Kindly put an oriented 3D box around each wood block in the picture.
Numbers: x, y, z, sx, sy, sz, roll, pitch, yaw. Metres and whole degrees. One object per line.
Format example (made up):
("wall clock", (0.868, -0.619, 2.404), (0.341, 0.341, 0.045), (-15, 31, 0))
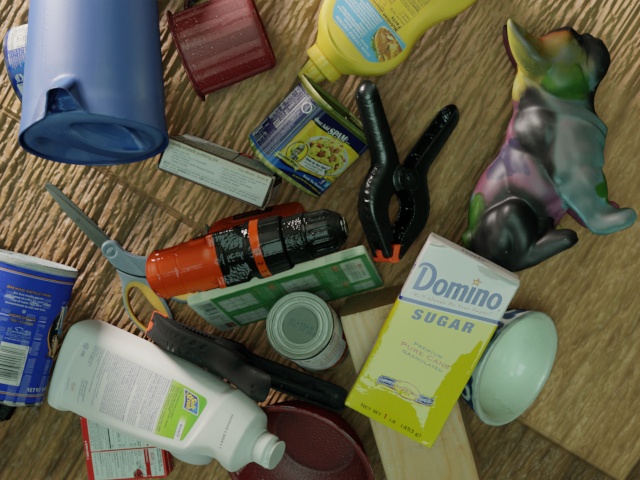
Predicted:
("wood block", (0.092, 0.153, 1.063), (0.090, 0.090, 0.206), (-15, 98, 8))

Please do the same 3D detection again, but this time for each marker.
("marker", (-0.311, 0.142, 1.134), (0.020, 0.020, 0.121), (33, 100, -1))

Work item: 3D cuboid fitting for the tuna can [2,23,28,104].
("tuna can", (-0.277, -0.170, 1.047), (0.034, 0.086, 0.086), (-13, 98, 8))

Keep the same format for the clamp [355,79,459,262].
("clamp", (0.083, -0.064, 1.025), (0.120, 0.039, 0.171), (0, 95, -28))

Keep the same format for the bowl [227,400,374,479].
("bowl", (-0.015, 0.218, 1.084), (0.162, 0.055, 0.162), (10, 122, 16))

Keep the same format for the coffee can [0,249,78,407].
("coffee can", (-0.311, 0.085, 1.069), (0.103, 0.103, 0.140), (15, 89, 3))

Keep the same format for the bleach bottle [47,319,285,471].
("bleach bottle", (-0.149, 0.167, 1.054), (0.251, 0.068, 0.102), (22, 100, 25))

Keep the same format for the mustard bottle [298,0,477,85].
("mustard bottle", (0.057, -0.214, 1.023), (0.192, 0.058, 0.096), (-39, 93, 9))

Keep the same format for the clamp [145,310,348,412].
("clamp", (-0.090, 0.114, 1.017), (0.210, 0.164, 0.036), (21, 88, 24))

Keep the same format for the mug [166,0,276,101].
("mug", (-0.096, -0.201, 1.032), (0.081, 0.093, 0.117), (-20, 60, 3))

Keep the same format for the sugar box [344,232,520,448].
("sugar box", (0.102, 0.091, 0.981), (0.093, 0.048, 0.176), (26, 102, 3))

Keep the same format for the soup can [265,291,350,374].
("soup can", (-0.011, 0.091, 1.047), (0.068, 0.102, 0.068), (-3, 76, 11))

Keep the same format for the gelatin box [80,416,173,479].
("gelatin box", (-0.204, 0.215, 1.131), (0.089, 0.030, 0.073), (-6, 97, 6))

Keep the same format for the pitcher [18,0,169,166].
("pitcher", (-0.207, -0.195, 0.995), (0.144, 0.149, 0.243), (7, 73, -32))

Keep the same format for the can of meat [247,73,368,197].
("can of meat", (-0.009, -0.097, 1.031), (0.084, 0.057, 0.102), (-45, 135, 12))

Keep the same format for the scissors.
("scissors", (-0.195, 0.007, 1.104), (0.096, 0.016, 0.202), (-28, 96, 7))

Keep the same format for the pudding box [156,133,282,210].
("pudding box", (-0.096, -0.069, 1.045), (0.113, 0.090, 0.039), (19, 99, 1))

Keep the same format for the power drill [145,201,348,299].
("power drill", (-0.057, 0.001, 1.003), (0.184, 0.187, 0.057), (-13, 94, 8))
